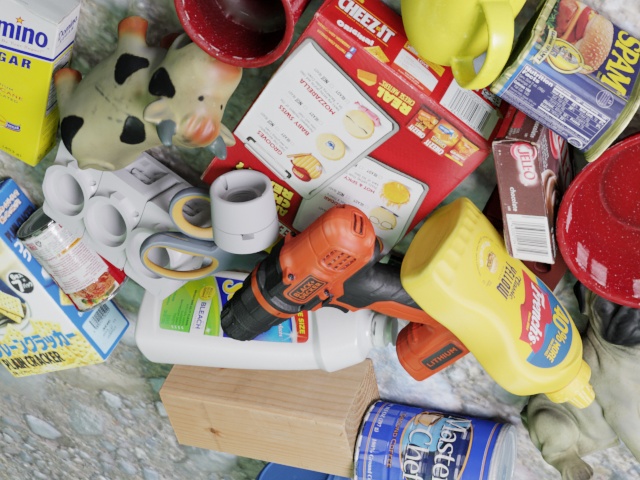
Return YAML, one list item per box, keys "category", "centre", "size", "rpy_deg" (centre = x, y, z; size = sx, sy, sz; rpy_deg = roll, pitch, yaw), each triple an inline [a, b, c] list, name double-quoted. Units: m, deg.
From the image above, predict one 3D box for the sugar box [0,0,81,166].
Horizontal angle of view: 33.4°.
- category: "sugar box"
  centre: [-0.275, -0.156, 0.954]
  size: [0.093, 0.048, 0.176]
  rpy_deg: [27, 138, 2]

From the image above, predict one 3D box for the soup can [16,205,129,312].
- category: "soup can"
  centre: [-0.251, 0.014, 1.083]
  size: [0.069, 0.068, 0.102]
  rpy_deg: [-15, 122, 36]

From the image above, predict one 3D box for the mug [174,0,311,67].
- category: "mug"
  centre: [-0.054, -0.196, 0.776]
  size: [0.093, 0.081, 0.117]
  rpy_deg: [-13, 123, 35]

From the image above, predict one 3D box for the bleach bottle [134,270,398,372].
- category: "bleach bottle"
  centre: [-0.048, 0.074, 1.028]
  size: [0.251, 0.102, 0.068]
  rpy_deg: [1, 148, 18]

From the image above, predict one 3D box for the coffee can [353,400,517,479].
- category: "coffee can"
  centre: [0.116, 0.221, 1.063]
  size: [0.140, 0.102, 0.103]
  rpy_deg: [7, 133, 22]

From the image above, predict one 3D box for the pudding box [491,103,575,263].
- category: "pudding box"
  centre: [0.161, -0.054, 0.792]
  size: [0.039, 0.090, 0.113]
  rpy_deg: [7, 133, 24]

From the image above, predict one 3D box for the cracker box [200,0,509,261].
- category: "cracker box"
  centre: [0.023, -0.079, 0.854]
  size: [0.164, 0.072, 0.214]
  rpy_deg: [36, 137, -6]

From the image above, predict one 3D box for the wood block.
- category: "wood block"
  centre: [-0.050, 0.170, 1.110]
  size: [0.206, 0.090, 0.091]
  rpy_deg: [6, 133, 22]

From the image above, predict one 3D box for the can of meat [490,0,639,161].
- category: "can of meat"
  centre: [0.171, -0.116, 0.723]
  size: [0.084, 0.102, 0.058]
  rpy_deg: [33, 137, -1]

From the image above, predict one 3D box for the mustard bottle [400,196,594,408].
- category: "mustard bottle"
  centre: [0.147, 0.062, 0.825]
  size: [0.191, 0.096, 0.058]
  rpy_deg: [46, 133, -16]

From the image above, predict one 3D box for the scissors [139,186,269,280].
- category: "scissors"
  centre: [-0.056, 0.001, 0.932]
  size: [0.201, 0.016, 0.096]
  rpy_deg: [2, 119, -19]

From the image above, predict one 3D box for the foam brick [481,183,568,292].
- category: "foam brick"
  centre: [0.165, -0.003, 0.865]
  size: [0.078, 0.051, 0.053]
  rpy_deg: [23, 136, 6]

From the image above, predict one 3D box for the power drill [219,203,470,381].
- category: "power drill"
  centre: [0.030, 0.057, 0.885]
  size: [0.187, 0.057, 0.185]
  rpy_deg: [23, 140, -27]
